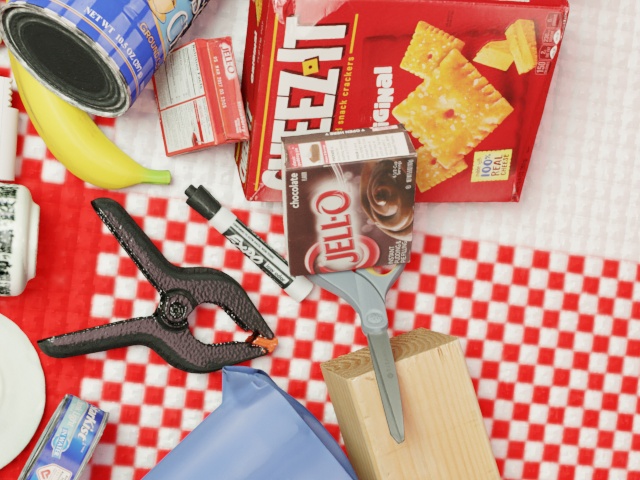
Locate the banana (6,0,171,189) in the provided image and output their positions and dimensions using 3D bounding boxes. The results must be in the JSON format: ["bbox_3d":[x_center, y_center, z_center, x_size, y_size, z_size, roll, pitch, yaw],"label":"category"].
[{"bbox_3d":[-0.184,-0.113,0.767,0.069,0.037,0.198,-33,100,-31],"label":"banana"}]

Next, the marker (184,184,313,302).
[{"bbox_3d":[-0.055,0.001,0.805,0.121,0.020,0.020,42,83,-11],"label":"marker"}]

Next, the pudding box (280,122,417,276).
[{"bbox_3d":[0.019,-0.026,0.748,0.090,0.039,0.113,-8,136,-5],"label":"pudding box"}]

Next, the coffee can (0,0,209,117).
[{"bbox_3d":[-0.134,-0.169,0.721,0.102,0.103,0.140,37,66,-11],"label":"coffee can"}]

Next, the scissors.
[{"bbox_3d":[0.020,0.052,0.769,0.096,0.016,0.201,6,50,4],"label":"scissors"}]

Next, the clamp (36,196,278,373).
[{"bbox_3d":[-0.118,0.058,0.782,0.171,0.039,0.120,30,86,-12],"label":"clamp"}]

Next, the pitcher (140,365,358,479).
[{"bbox_3d":[-0.081,0.221,0.753,0.243,0.145,0.149,-41,57,-5],"label":"pitcher"}]

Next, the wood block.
[{"bbox_3d":[0.079,0.180,0.804,0.090,0.090,0.206,-18,95,-13],"label":"wood block"}]

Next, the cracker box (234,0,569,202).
[{"bbox_3d":[0.054,-0.109,0.763,0.213,0.072,0.164,-1,126,-14],"label":"cracker box"}]

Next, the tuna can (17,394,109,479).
[{"bbox_3d":[-0.183,0.151,0.747,0.033,0.086,0.086,29,85,-10],"label":"tuna can"}]

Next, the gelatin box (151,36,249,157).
[{"bbox_3d":[-0.087,-0.101,0.759,0.030,0.089,0.073,-13,95,-32],"label":"gelatin box"}]
